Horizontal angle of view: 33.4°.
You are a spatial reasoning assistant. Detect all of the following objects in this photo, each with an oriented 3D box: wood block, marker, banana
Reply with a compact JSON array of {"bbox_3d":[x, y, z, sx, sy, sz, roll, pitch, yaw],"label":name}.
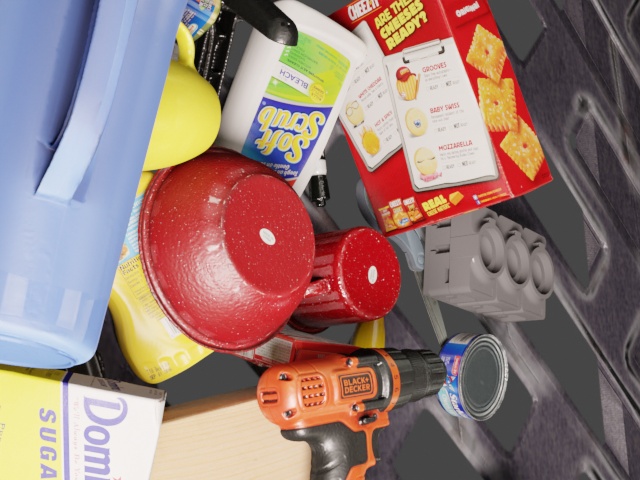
[{"bbox_3d":[-0.089,0.168,0.798,0.205,0.090,0.091,-8,87,-44],"label":"wood block"},{"bbox_3d":[-0.006,-0.091,0.977,0.020,0.020,0.121,-2,83,-44],"label":"marker"},{"bbox_3d":[0.029,0.153,0.936,0.037,0.070,0.197,13,59,5],"label":"banana"}]

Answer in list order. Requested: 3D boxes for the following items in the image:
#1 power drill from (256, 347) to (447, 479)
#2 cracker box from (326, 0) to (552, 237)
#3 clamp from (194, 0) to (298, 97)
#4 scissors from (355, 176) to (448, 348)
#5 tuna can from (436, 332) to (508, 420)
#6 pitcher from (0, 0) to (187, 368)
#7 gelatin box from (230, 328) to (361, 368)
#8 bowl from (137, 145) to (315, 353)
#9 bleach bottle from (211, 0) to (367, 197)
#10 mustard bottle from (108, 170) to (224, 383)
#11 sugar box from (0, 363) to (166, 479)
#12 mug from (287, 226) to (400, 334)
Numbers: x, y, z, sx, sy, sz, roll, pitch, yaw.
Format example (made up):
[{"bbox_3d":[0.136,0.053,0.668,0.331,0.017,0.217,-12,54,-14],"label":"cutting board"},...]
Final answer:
[{"bbox_3d":[0.039,0.176,0.816,0.184,0.057,0.187,-2,79,-40],"label":"power drill"},{"bbox_3d":[0.096,-0.126,0.965,0.071,0.164,0.214,-21,91,-41],"label":"cracker box"},{"bbox_3d":[-0.069,-0.195,0.857,0.036,0.165,0.210,12,64,-32],"label":"clamp"},{"bbox_3d":[0.080,0.014,1.042,0.096,0.016,0.202,-5,85,-43],"label":"scissors"},{"bbox_3d":[0.150,0.135,1.063,0.085,0.034,0.086,-2,93,-48],"label":"tuna can"},{"bbox_3d":[-0.156,-0.057,0.605,0.149,0.145,0.243,54,42,-67],"label":"pitcher"},{"bbox_3d":[-0.022,0.091,0.875,0.073,0.089,0.030,12,89,-42],"label":"gelatin box"},{"bbox_3d":[-0.055,0.001,0.797,0.161,0.055,0.162,14,70,-42],"label":"bowl"},{"bbox_3d":[-0.042,-0.072,0.901,0.102,0.068,0.250,27,71,-29],"label":"bleach bottle"},{"bbox_3d":[-0.139,0.004,0.800,0.096,0.058,0.191,-33,105,-19],"label":"mustard bottle"},{"bbox_3d":[-0.191,0.124,0.661,0.176,0.048,0.093,12,91,-5],"label":"sugar box"},{"bbox_3d":[0.007,0.034,0.921,0.117,0.082,0.093,-11,90,-45],"label":"mug"}]
